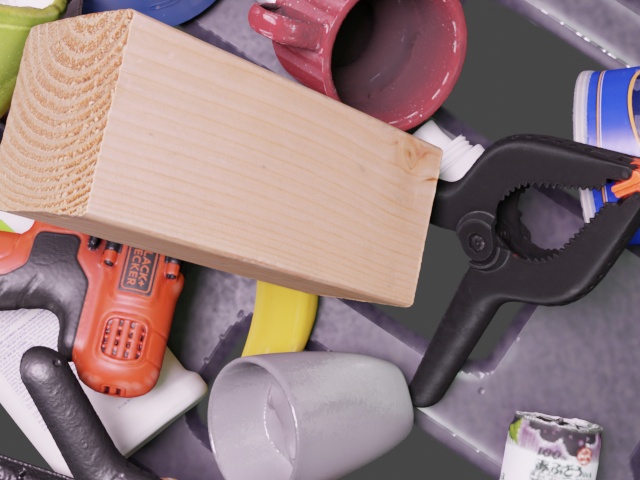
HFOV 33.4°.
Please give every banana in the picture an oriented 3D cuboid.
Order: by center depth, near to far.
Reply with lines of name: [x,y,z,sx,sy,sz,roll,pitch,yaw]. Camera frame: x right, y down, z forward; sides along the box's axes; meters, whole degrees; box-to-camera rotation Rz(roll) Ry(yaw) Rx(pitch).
banana: [-0.036,0.005,0.648,0.069,0.037,0.198,0,89,0]

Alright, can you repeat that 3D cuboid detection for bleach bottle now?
bleach bottle: [-0.182,0.022,0.642,0.102,0.068,0.251,-37,85,-6]

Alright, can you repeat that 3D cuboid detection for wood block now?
wood block: [-0.044,-0.033,0.533,0.090,0.205,0.091,5,81,46]

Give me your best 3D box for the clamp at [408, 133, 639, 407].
clamp: [0.088,-0.009,0.594,0.210,0.036,0.164,-33,83,42]

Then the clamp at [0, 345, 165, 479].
clamp: [-0.121,0.143,0.568,0.171,0.039,0.120,49,131,-3]

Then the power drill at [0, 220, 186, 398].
power drill: [-0.162,-0.016,0.594,0.187,0.057,0.184,11,65,-5]

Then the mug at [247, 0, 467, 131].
mug: [0.013,-0.117,0.606,0.117,0.082,0.093,0,114,-31]
